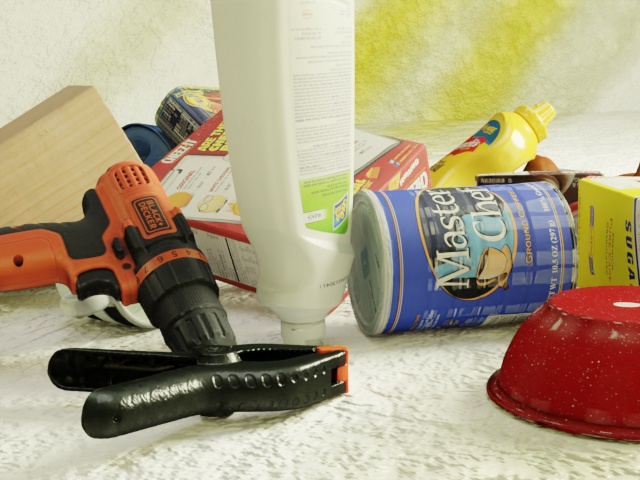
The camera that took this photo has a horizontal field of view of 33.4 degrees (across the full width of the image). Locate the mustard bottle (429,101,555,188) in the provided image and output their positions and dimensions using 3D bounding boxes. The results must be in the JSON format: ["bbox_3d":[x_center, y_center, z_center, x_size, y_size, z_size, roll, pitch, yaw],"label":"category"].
[{"bbox_3d":[0.154,-0.073,1.053,0.191,0.058,0.096,-37,9,-5],"label":"mustard bottle"}]

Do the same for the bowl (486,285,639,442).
[{"bbox_3d":[0.175,0.061,0.606,0.162,0.055,0.162,-2,10,0],"label":"bowl"}]

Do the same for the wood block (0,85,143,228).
[{"bbox_3d":[-0.256,-0.035,0.868,0.206,0.090,0.091,-37,23,-18],"label":"wood block"}]

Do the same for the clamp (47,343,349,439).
[{"bbox_3d":[-0.069,0.077,0.602,0.171,0.039,0.120,0,12,-32],"label":"clamp"}]

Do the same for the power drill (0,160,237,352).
[{"bbox_3d":[-0.162,0.034,0.679,0.187,0.057,0.184,-14,48,-22],"label":"power drill"}]

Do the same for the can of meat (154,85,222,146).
[{"bbox_3d":[-0.102,-0.109,1.058,0.101,0.057,0.084,-4,42,-50],"label":"can of meat"}]

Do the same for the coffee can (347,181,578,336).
[{"bbox_3d":[0.097,0.012,0.762,0.140,0.103,0.103,-3,10,-12],"label":"coffee can"}]

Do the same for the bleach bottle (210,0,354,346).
[{"bbox_3d":[-0.021,-0.049,0.698,0.068,0.251,0.102,8,14,40],"label":"bleach bottle"}]

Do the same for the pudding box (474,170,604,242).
[{"bbox_3d":[0.194,-0.016,0.951,0.113,0.090,0.039,0,8,10],"label":"pudding box"}]

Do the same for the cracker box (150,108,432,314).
[{"bbox_3d":[-0.038,-0.032,0.898,0.214,0.072,0.164,15,44,33],"label":"cracker box"}]
